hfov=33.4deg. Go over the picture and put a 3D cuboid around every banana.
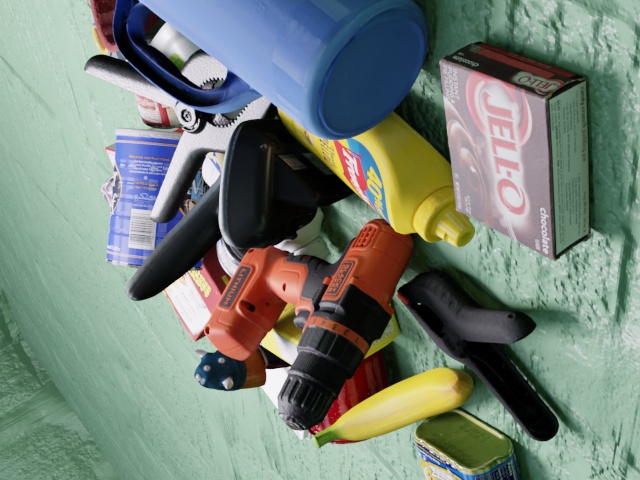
[{"bbox_3d":[0.075,0.143,0.919,0.198,0.069,0.037,-34,91,46],"label":"banana"}]

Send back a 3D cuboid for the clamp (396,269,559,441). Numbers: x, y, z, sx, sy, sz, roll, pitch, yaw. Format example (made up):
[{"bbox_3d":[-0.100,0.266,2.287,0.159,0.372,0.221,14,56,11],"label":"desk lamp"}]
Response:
[{"bbox_3d":[0.114,0.065,0.801,0.172,0.039,0.120,41,151,41],"label":"clamp"}]

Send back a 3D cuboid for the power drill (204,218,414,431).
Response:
[{"bbox_3d":[-0.019,0.067,0.888,0.057,0.184,0.188,43,156,-28],"label":"power drill"}]

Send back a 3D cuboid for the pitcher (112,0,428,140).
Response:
[{"bbox_3d":[-0.047,-0.168,0.748,0.243,0.144,0.149,44,153,30],"label":"pitcher"}]

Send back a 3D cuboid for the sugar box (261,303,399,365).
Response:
[{"bbox_3d":[-0.012,0.070,1.012,0.176,0.093,0.048,25,138,55],"label":"sugar box"}]

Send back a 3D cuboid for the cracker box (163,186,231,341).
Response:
[{"bbox_3d":[-0.149,0.016,1.277,0.164,0.072,0.214,58,157,7],"label":"cracker box"}]

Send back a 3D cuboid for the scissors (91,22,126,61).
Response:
[{"bbox_3d":[-0.228,-0.220,1.210,0.096,0.016,0.202,61,167,-13],"label":"scissors"}]

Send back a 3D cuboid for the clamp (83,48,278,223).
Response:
[{"bbox_3d":[-0.114,-0.120,0.930,0.210,0.036,0.164,-25,97,38],"label":"clamp"}]

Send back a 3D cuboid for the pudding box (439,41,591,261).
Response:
[{"bbox_3d":[0.119,-0.056,0.647,0.090,0.039,0.113,34,146,48],"label":"pudding box"}]

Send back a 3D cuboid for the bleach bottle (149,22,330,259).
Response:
[{"bbox_3d":[-0.066,-0.088,0.983,0.251,0.068,0.103,57,150,0],"label":"bleach bottle"}]

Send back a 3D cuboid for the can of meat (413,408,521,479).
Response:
[{"bbox_3d":[0.129,0.201,0.910,0.102,0.057,0.084,24,136,57],"label":"can of meat"}]

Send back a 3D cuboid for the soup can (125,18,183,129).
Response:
[{"bbox_3d":[-0.159,-0.173,1.075,0.069,0.068,0.102,40,149,43],"label":"soup can"}]

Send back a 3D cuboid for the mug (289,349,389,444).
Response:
[{"bbox_3d":[0.013,0.138,1.015,0.093,0.117,0.081,34,141,56],"label":"mug"}]

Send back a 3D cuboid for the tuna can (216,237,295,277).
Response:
[{"bbox_3d":[-0.057,0.001,1.037,0.086,0.086,0.034,53,155,19],"label":"tuna can"}]

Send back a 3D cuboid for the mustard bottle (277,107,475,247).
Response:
[{"bbox_3d":[0.044,-0.059,0.780,0.192,0.058,0.096,45,162,33],"label":"mustard bottle"}]

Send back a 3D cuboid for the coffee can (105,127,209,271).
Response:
[{"bbox_3d":[-0.168,-0.043,1.118,0.103,0.102,0.140,11,97,63],"label":"coffee can"}]
